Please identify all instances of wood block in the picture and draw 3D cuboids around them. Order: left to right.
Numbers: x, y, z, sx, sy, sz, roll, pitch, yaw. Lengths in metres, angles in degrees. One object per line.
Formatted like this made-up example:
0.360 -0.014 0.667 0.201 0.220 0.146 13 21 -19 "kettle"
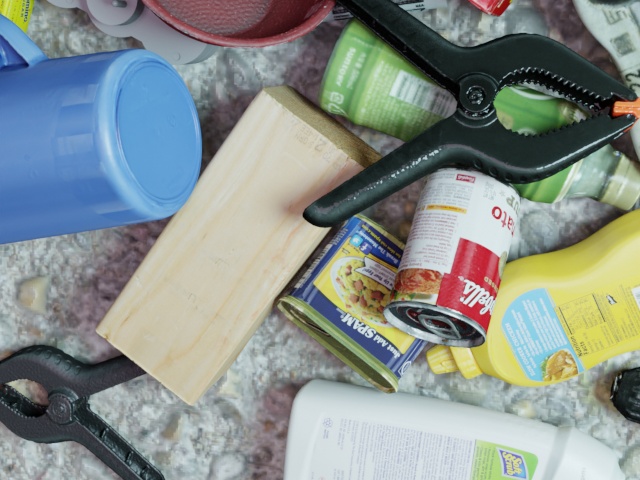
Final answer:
-0.055 0.000 0.751 0.090 0.090 0.206 37 105 3 "wood block"

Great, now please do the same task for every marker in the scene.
0.027 -0.164 0.741 0.121 0.020 0.020 -5 100 12 "marker"

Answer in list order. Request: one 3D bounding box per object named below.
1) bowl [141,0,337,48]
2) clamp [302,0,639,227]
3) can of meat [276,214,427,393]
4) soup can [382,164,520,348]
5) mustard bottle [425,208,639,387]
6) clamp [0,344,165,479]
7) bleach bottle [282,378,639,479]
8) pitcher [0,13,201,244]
-0.066 -0.189 0.712 0.162 0.055 0.162 7 69 -18 "bowl"
0.090 -0.094 0.663 0.210 0.036 0.164 -3 82 5 "clamp"
0.035 0.042 0.745 0.102 0.057 0.084 38 77 1 "can of meat"
0.087 0.010 0.696 0.068 0.068 0.102 16 70 7 "soup can"
0.163 0.051 0.734 0.192 0.058 0.096 -23 120 15 "mustard bottle"
-0.189 0.135 0.828 0.172 0.039 0.120 2 97 16 "clamp"
0.102 0.167 0.749 0.251 0.068 0.102 9 101 16 "bleach bottle"
-0.208 -0.068 0.712 0.243 0.149 0.145 -5 66 27 "pitcher"
